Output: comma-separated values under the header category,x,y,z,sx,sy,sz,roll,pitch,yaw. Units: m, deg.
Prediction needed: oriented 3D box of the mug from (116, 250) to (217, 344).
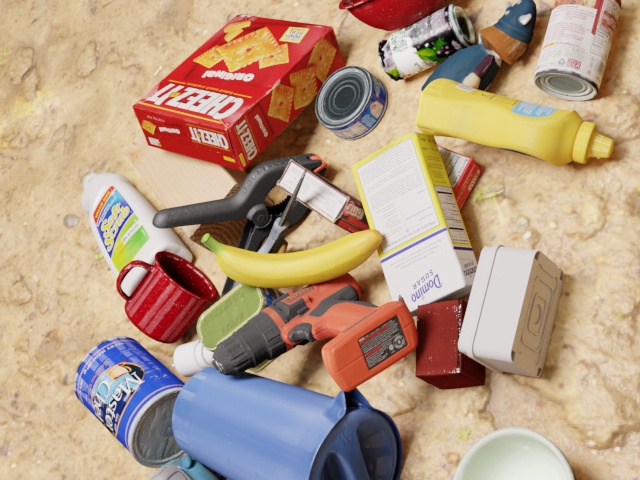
category,x,y,z,sx,sy,sz,roll,pitch,yaw
mug,-0.196,0.067,1.309,0.081,0.117,0.093,-52,28,14

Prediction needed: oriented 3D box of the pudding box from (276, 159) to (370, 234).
category,x,y,z,sx,sy,sz,roll,pitch,yaw
pudding box,0.017,-0.041,1.200,0.114,0.089,0.039,33,92,43

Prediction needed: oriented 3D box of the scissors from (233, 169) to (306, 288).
category,x,y,z,sx,sy,sz,roll,pitch,yaw
scissors,-0.058,0.001,1.188,0.016,0.202,0.096,38,64,11

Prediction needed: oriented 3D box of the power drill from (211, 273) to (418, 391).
category,x,y,z,sx,sy,sz,roll,pitch,yaw
power drill,-0.004,0.097,1.093,0.184,0.057,0.188,-32,22,-22

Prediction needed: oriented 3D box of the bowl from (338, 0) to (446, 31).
category,x,y,z,sx,sy,sz,roll,pitch,yaw
bowl,0.103,-0.291,1.243,0.162,0.055,0.162,-29,18,10

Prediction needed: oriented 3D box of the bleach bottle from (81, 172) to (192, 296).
category,x,y,z,sx,sy,sz,roll,pitch,yaw
bleach bottle,-0.267,-0.016,1.438,0.102,0.068,0.251,-53,45,6

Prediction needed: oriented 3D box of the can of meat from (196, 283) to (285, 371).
category,x,y,z,sx,sy,sz,roll,pitch,yaw
can of meat,-0.077,0.095,1.217,0.102,0.083,0.057,-39,51,18

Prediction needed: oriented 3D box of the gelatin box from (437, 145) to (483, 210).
category,x,y,z,sx,sy,sz,roll,pitch,yaw
gelatin box,0.123,-0.065,1.167,0.089,0.030,0.073,27,88,40

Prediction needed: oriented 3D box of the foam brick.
category,x,y,z,sx,sy,sz,roll,pitch,yaw
foam brick,0.130,0.105,1.067,0.051,0.052,0.078,-13,61,34

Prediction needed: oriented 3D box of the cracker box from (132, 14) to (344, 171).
category,x,y,z,sx,sy,sz,roll,pitch,yaw
cracker box,-0.099,-0.189,1.307,0.164,0.072,0.213,16,51,36

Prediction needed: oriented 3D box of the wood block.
category,x,y,z,sx,sy,sz,roll,pitch,yaw
wood block,-0.153,-0.075,1.354,0.091,0.090,0.206,-50,47,9

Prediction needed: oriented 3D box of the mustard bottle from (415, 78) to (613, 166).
category,x,y,z,sx,sy,sz,roll,pitch,yaw
mustard bottle,0.199,-0.116,1.078,0.192,0.096,0.058,17,106,21

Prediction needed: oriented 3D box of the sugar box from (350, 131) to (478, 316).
category,x,y,z,sx,sy,sz,roll,pitch,yaw
sugar box,0.101,-0.016,1.120,0.094,0.048,0.176,-28,72,37

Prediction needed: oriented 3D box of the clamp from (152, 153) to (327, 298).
category,x,y,z,sx,sy,sz,roll,pitch,yaw
clamp,-0.076,-0.024,1.264,0.210,0.164,0.036,-33,40,-7

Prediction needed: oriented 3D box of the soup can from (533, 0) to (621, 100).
category,x,y,z,sx,sy,sz,roll,pitch,yaw
soup can,0.263,-0.203,1.093,0.069,0.068,0.102,7,75,41

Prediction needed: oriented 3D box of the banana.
category,x,y,z,sx,sy,sz,roll,pitch,yaw
banana,-0.028,0.021,1.147,0.198,0.069,0.037,-3,51,12

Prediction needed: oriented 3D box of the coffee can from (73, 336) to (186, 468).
category,x,y,z,sx,sy,sz,roll,pitch,yaw
coffee can,-0.216,0.190,1.272,0.140,0.102,0.103,32,91,43

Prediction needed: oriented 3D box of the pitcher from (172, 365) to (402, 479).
category,x,y,z,sx,sy,sz,roll,pitch,yaw
pitcher,-0.045,0.219,1.114,0.243,0.145,0.149,12,58,45

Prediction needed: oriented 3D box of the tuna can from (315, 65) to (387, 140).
category,x,y,z,sx,sy,sz,roll,pitch,yaw
tuna can,0.036,-0.166,1.281,0.086,0.033,0.086,-17,60,32
